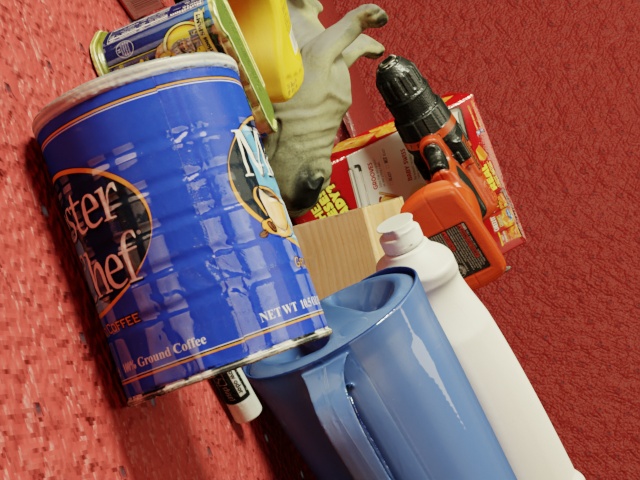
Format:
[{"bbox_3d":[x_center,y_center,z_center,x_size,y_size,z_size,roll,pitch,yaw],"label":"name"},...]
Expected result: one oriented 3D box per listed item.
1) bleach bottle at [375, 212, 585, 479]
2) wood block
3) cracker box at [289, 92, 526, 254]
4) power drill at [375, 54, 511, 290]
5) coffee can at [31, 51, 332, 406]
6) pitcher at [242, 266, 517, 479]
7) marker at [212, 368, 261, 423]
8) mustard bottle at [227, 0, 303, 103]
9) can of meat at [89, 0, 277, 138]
[{"bbox_3d":[0.108,0.095,0.791,0.103,0.068,0.251,5,-55,57],"label":"bleach bottle"},{"bbox_3d":[0.041,0.078,0.881,0.090,0.091,0.206,-17,92,-63],"label":"wood block"},{"bbox_3d":[0.076,-0.029,1.055,0.164,0.213,0.072,67,-12,-15],"label":"cracker box"},{"bbox_3d":[0.104,-0.056,0.922,0.184,0.057,0.187,53,22,-25],"label":"power drill"},{"bbox_3d":[-0.066,-0.004,0.508,0.102,0.103,0.140,6,64,-80],"label":"coffee can"},{"bbox_3d":[0.060,0.152,0.721,0.145,0.149,0.243,-14,-70,54],"label":"pitcher"},{"bbox_3d":[-0.067,0.056,0.632,0.020,0.020,0.121,-91,159,-65],"label":"marker"},{"bbox_3d":[-0.056,-0.201,0.780,0.096,0.058,0.191,-90,171,-59],"label":"mustard bottle"},{"bbox_3d":[-0.084,-0.099,0.677,0.057,0.084,0.102,-94,161,-62],"label":"can of meat"}]
